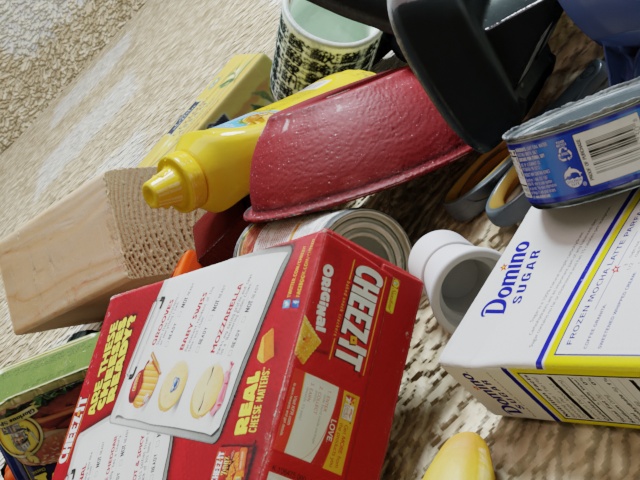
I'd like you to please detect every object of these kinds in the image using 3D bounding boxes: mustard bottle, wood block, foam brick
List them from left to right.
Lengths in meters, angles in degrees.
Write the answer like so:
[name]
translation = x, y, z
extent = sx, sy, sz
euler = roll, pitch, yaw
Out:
[wood block]
translation = -0.184, 0.011, 0.902
extent = 0.090, 0.090, 0.207
euler = -9, -10, -41
[foam brick]
translation = -0.055, 0.001, 0.771
extent = 0.051, 0.053, 0.078
euler = -44, 20, 8
[mustard bottle]
translation = -0.042, -0.065, 0.745
extent = 0.191, 0.058, 0.096
euler = -27, 14, -36

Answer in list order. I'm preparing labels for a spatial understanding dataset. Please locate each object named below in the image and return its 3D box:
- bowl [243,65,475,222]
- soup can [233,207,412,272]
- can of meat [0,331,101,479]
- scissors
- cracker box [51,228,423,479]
[bowl]
translation = 0.020, -0.064, 0.641
extent = 0.162, 0.055, 0.162
euler = -20, 10, 3
[soup can]
translation = 0.001, 0.015, 0.617
extent = 0.068, 0.068, 0.102
euler = -54, 23, -18
[can of meat]
translation = -0.151, 0.112, 0.666
extent = 0.102, 0.084, 0.057
euler = -21, 21, -4
[scissors]
translation = 0.146, -0.076, 0.568
extent = 0.202, 0.016, 0.096
euler = -42, 18, 14
[cracker box]
translation = -0.055, 0.098, 0.533
extent = 0.214, 0.072, 0.164
euler = -18, 50, 52
